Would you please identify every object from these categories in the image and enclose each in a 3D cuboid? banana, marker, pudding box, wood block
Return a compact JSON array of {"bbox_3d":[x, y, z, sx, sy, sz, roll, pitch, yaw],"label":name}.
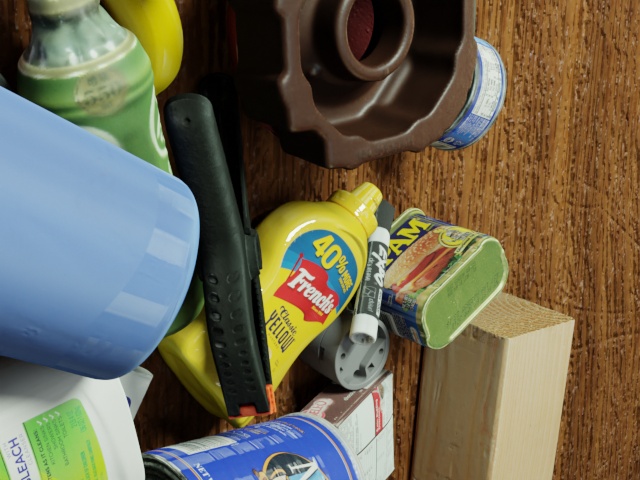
[{"bbox_3d":[-0.128,-0.148,0.584,0.069,0.037,0.197,-51,132,-19],"label":"banana"},{"bbox_3d":[0.039,0.020,0.777,0.020,0.020,0.121,49,40,-42],"label":"marker"},{"bbox_3d":[0.020,0.153,0.798,0.113,0.039,0.090,-30,122,-60],"label":"pudding box"},{"bbox_3d":[0.142,0.157,0.911,0.090,0.090,0.206,-11,112,-41],"label":"wood block"}]

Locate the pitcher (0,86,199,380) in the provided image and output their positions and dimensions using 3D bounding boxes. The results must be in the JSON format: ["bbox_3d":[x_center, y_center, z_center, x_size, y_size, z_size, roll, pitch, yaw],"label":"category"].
[{"bbox_3d":[-0.186,-0.015,0.479,0.242,0.149,0.145,24,79,-31],"label":"pitcher"}]

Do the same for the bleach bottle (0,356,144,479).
[{"bbox_3d":[-0.205,0.141,0.512,0.250,0.068,0.102,-31,123,-39],"label":"bleach bottle"}]

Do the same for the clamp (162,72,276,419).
[{"bbox_3d":[-0.054,0.001,0.630,0.036,0.164,0.210,-7,109,3],"label":"clamp"}]

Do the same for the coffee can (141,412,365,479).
[{"bbox_3d":[-0.052,0.170,0.669,0.140,0.103,0.103,-4,107,-49],"label":"coffee can"}]

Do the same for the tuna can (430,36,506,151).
[{"bbox_3d":[0.089,-0.109,0.770,0.033,0.086,0.086,12,96,-43],"label":"tuna can"}]

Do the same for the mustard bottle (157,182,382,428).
[{"bbox_3d":[-0.022,0.030,0.732,0.191,0.058,0.096,-48,133,-21],"label":"mustard bottle"}]

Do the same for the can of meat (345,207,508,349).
[{"bbox_3d":[0.079,0.029,0.810,0.102,0.084,0.057,-42,129,-25],"label":"can of meat"}]
